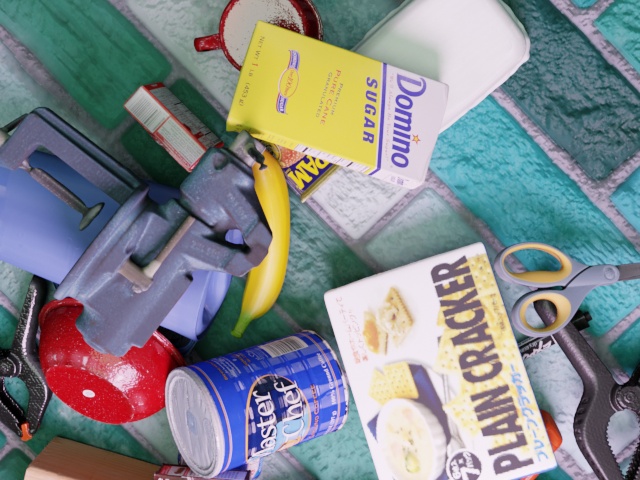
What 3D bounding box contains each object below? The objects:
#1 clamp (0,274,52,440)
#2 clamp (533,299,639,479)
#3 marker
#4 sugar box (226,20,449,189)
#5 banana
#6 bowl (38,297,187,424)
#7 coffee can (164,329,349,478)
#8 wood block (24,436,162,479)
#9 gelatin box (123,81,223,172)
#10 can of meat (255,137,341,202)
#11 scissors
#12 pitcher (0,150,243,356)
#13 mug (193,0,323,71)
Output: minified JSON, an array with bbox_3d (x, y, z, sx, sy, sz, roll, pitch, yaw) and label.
[{"bbox_3d":[-0.308,0.115,1.077,0.120,0.039,0.171,-20,104,11],"label":"clamp"},{"bbox_3d":[0.272,0.139,0.996,0.164,0.036,0.210,7,85,-2],"label":"clamp"},{"bbox_3d":[0.207,0.101,1.034,0.121,0.020,0.020,-29,96,10],"label":"marker"},{"bbox_3d":[0.015,-0.114,0.912,0.176,0.048,0.093,16,83,-5],"label":"sugar box"},{"bbox_3d":[-0.052,-0.003,1.006,0.037,0.069,0.198,12,118,12],"label":"banana"},{"bbox_3d":[-0.207,0.126,1.014,0.162,0.055,0.162,15,141,12],"label":"bowl"},{"bbox_3d":[-0.059,0.150,0.992,0.140,0.103,0.103,-14,101,-31],"label":"coffee can"},{"bbox_3d":[-0.190,0.278,1.069,0.206,0.090,0.090,16,101,3],"label":"wood block"},{"bbox_3d":[-0.137,-0.107,1.001,0.030,0.073,0.089,-44,95,12],"label":"gelatin box"},{"bbox_3d":[-0.009,-0.097,0.983,0.084,0.057,0.102,48,137,-2],"label":"can of meat"},{"bbox_3d":[0.255,0.049,0.978,0.201,0.016,0.096,9,76,-9],"label":"scissors"},{"bbox_3d":[-0.201,0.005,1.006,0.243,0.145,0.149,18,70,6],"label":"pitcher"},{"bbox_3d":[-0.059,-0.188,0.974,0.117,0.081,0.093,-5,100,6],"label":"mug"}]
